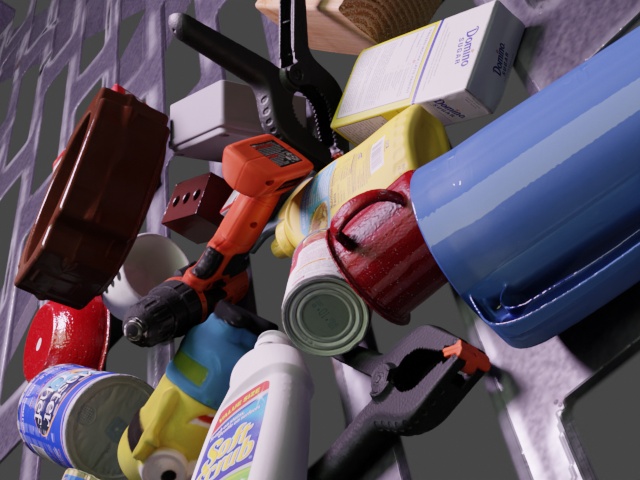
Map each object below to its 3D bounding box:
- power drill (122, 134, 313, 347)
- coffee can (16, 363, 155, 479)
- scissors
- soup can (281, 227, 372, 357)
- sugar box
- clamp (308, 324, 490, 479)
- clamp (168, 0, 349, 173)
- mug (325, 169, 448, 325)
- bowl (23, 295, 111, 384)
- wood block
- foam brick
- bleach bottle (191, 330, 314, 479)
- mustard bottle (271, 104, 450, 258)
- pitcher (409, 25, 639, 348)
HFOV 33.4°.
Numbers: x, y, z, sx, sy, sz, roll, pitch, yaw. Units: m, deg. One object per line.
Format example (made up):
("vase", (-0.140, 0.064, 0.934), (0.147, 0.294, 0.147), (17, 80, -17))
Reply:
("power drill", (-0.090, 0.001, 0.942), (0.188, 0.057, 0.184), (-58, -11, 23))
("coffee can", (-0.226, 0.177, 1.045), (0.141, 0.102, 0.102), (-3, 59, 57))
("scissors", (-0.057, 0.001, 1.045), (0.202, 0.016, 0.096), (-56, 23, 2))
("soup can", (0.007, 0.039, 0.827), (0.069, 0.068, 0.102), (-47, 11, 18))
("sugar box", (0.091, -0.141, 0.932), (0.177, 0.048, 0.093), (-6, 57, 51))
("clamp", (0.052, 0.099, 0.760), (0.172, 0.039, 0.120), (-37, 39, 37))
("clamp", (-0.028, -0.159, 0.993), (0.164, 0.210, 0.036), (-46, 19, -32))
("mug", (0.056, -0.003, 0.779), (0.082, 0.117, 0.093), (-41, 43, 18))
("bowl", (-0.299, 0.122, 1.226), (0.162, 0.055, 0.162), (-32, 50, 48))
("wood block", (0.027, -0.248, 1.089), (0.091, 0.090, 0.206), (-59, 28, -3))
("foam brick", (-0.125, -0.034, 1.152), (0.078, 0.051, 0.053), (-13, 51, 52))
("bleach bottle", (-0.054, 0.166, 0.790), (0.103, 0.068, 0.250), (-33, 28, 27))
("mustard bottle", (0.025, -0.032, 0.910), (0.192, 0.058, 0.096), (-32, 39, 37))
("pitcher", (0.181, -0.045, 0.613), (0.243, 0.144, 0.149), (-37, 66, 28))
